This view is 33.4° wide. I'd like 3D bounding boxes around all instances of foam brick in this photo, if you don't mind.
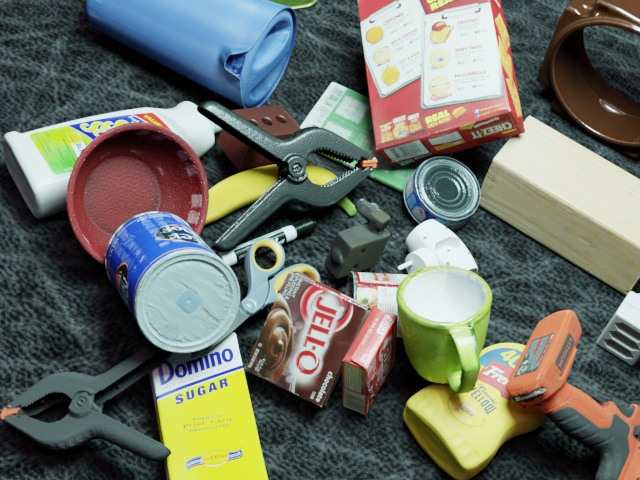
[{"bbox_3d":[-0.071,-0.121,1.245,0.078,0.051,0.053,-14,56,-43],"label":"foam brick"}]

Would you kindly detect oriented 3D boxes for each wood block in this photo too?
[{"bbox_3d":[0.297,-0.041,1.236,0.206,0.090,0.090,33,56,14],"label":"wood block"}]

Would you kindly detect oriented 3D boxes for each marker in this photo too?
[{"bbox_3d":[-0.058,0.001,1.194,0.121,0.020,0.020,-22,61,-23],"label":"marker"}]

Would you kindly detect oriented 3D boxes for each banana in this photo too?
[{"bbox_3d":[-0.056,-0.056,1.224,0.197,0.037,0.069,-5,55,-12],"label":"banana"}]

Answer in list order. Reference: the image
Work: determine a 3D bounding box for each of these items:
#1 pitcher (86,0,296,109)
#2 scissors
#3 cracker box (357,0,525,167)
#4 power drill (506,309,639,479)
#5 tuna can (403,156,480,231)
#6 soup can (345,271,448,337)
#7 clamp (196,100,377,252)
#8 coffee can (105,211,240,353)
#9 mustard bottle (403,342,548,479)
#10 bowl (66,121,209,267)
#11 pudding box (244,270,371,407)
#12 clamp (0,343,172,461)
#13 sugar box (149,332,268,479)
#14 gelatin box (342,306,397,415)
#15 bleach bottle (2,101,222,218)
[{"bbox_3d":[-0.156,-0.267,1.315,0.243,0.149,0.145,26,70,14],"label":"pitcher"},{"bbox_3d":[-0.082,0.053,1.115,0.201,0.016,0.096,-20,67,-43],"label":"scissors"},{"bbox_3d":[0.140,-0.208,1.260,0.164,0.072,0.213,-15,65,22],"label":"cracker box"},{"bbox_3d":[0.286,0.158,1.072,0.187,0.057,0.184,43,54,-9],"label":"power drill"},{"bbox_3d":[0.142,-0.054,1.243,0.086,0.034,0.086,7,64,-16],"label":"tuna can"},{"bbox_3d":[0.080,0.070,1.136,0.102,0.068,0.068,4,54,-7],"label":"soup can"},{"bbox_3d":[-0.039,-0.087,1.189,0.209,0.036,0.164,-14,94,-22],"label":"clamp"},{"bbox_3d":[-0.150,0.038,1.063,0.102,0.103,0.140,-14,22,-18],"label":"coffee can"},{"bbox_3d":[0.185,0.159,1.095,0.191,0.058,0.096,-29,59,-26],"label":"mustard bottle"},{"bbox_3d":[-0.204,-0.046,1.153,0.161,0.055,0.162,-3,96,-31],"label":"bowl"},{"bbox_3d":[-0.012,0.099,1.084,0.090,0.039,0.113,25,92,13],"label":"pudding box"},{"bbox_3d":[-0.218,0.152,1.026,0.171,0.039,0.120,1,52,8],"label":"clamp"},{"bbox_3d":[-0.112,0.178,1.042,0.093,0.048,0.176,-8,57,-14],"label":"sugar box"},{"bbox_3d":[0.051,0.122,1.079,0.030,0.089,0.073,21,53,18],"label":"gelatin box"},{"bbox_3d":[-0.225,-0.110,1.222,0.250,0.068,0.103,-22,63,-25],"label":"bleach bottle"}]
